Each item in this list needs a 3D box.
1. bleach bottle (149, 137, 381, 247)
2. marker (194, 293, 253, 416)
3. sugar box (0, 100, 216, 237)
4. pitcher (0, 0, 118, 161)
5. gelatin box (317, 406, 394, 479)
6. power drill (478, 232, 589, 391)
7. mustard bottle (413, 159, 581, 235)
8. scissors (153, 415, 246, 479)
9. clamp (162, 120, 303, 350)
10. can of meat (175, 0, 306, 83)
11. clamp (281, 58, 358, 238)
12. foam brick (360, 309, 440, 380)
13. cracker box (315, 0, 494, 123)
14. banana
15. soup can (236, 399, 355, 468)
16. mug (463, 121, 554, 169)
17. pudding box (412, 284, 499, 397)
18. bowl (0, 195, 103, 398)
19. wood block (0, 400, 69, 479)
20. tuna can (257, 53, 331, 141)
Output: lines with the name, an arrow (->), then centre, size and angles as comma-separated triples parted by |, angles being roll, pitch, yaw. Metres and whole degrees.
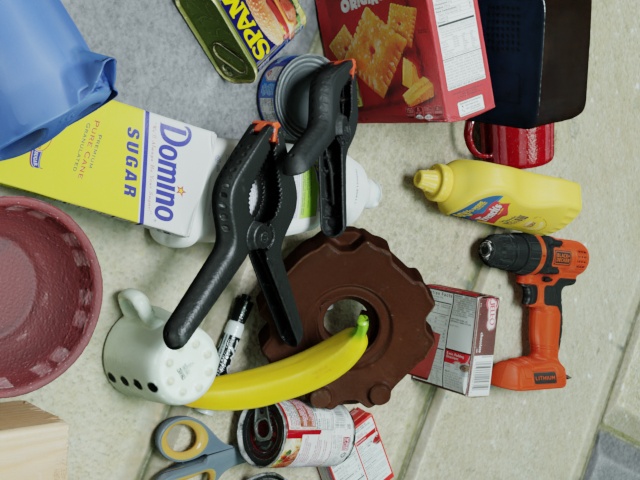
bleach bottle -> -0.040, -0.042, 1.022 | 0.250, 0.068, 0.102 | 2, 96, -42
marker -> -0.092, 0.109, 1.029 | 0.020, 0.020, 0.121 | 27, 79, -38
sugar box -> -0.180, -0.069, 0.872 | 0.176, 0.048, 0.093 | 16, 86, -13
pitcher -> -0.267, -0.171, 0.759 | 0.149, 0.145, 0.243 | -31, 98, -19
gelatin box -> 0.033, 0.235, 1.142 | 0.073, 0.030, 0.089 | -33, 116, -30
power drill -> 0.249, 0.084, 1.277 | 0.184, 0.057, 0.188 | 5, 93, -40
mustard bottle -> 0.187, -0.051, 1.178 | 0.191, 0.096, 0.058 | 11, 71, -27
scissors -> -0.088, 0.194, 1.047 | 0.201, 0.016, 0.096 | -25, 106, -40
clamp -> -0.056, 0.001, 0.946 | 0.164, 0.036, 0.210 | 16, 85, -51
can of meat -> -0.070, -0.209, 0.976 | 0.083, 0.058, 0.102 | -49, 124, -27
clamp -> 0.010, -0.091, 0.997 | 0.120, 0.039, 0.171 | 71, 30, -49
foam brick -> 0.078, 0.110, 1.129 | 0.052, 0.078, 0.051 | 23, 83, -39
cracker box -> 0.068, -0.219, 1.015 | 0.072, 0.164, 0.214 | -24, 110, -33
banana -> -0.034, 0.120, 0.990 | 0.198, 0.037, 0.069 | -25, 131, 12
soup can -> -0.022, 0.190, 1.053 | 0.102, 0.069, 0.068 | 11, 89, -45
mug -> 0.212, -0.126, 1.200 | 0.117, 0.093, 0.081 | -16, 111, -27
pudding box -> 0.148, 0.109, 1.178 | 0.039, 0.090, 0.113 | 5, 94, -38
bowl -> -0.260, 0.042, 0.858 | 0.161, 0.055, 0.162 | -7, 101, -38
wood block -> -0.308, 0.185, 0.817 | 0.205, 0.091, 0.090 | -2, 97, -39
tuna can -> -0.019, -0.139, 1.042 | 0.085, 0.034, 0.086 | -6, 100, -38
